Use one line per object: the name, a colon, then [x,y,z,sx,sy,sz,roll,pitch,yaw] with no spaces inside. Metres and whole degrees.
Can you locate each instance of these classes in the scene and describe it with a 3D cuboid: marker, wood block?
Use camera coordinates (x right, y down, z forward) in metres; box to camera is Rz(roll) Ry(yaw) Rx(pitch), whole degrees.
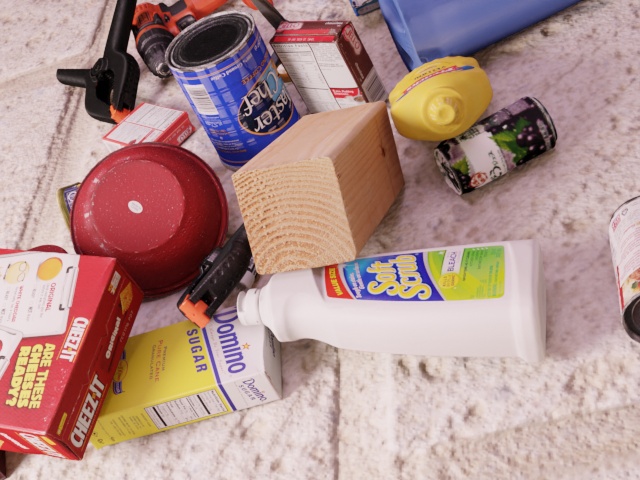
marker: [-0.057,0.001,1.044,0.020,0.020,0.121,-1,46,28]
wood block: [0.005,-0.052,0.949,0.090,0.091,0.205,-9,16,19]

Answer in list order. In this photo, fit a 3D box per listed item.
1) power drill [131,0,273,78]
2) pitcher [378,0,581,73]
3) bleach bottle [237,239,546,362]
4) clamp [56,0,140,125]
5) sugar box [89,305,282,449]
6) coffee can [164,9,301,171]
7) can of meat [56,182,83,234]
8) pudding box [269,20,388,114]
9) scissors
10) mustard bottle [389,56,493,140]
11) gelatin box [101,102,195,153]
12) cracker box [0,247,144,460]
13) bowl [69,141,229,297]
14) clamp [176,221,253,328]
power drill: [-0.159,-0.295,1.400,0.187,0.057,0.184,-27,39,0]
pitcher: [0.180,-0.284,1.135,0.243,0.149,0.145,-23,26,0]
bleach bottle: [0.052,0.053,0.863,0.251,0.068,0.102,-4,37,16]
clamp: [-0.267,-0.223,1.363,0.165,0.036,0.210,-51,41,16]
sugar box: [-0.123,0.115,0.934,0.176,0.048,0.093,-19,39,12]
coffee can: [-0.090,-0.159,1.144,0.103,0.140,0.103,-16,40,14]
can of meat: [-0.222,-0.045,1.137,0.084,0.057,0.102,-19,7,7]
pudding box: [0.009,-0.182,1.134,0.090,0.113,0.039,9,55,36]
scissors: [-0.050,-0.219,1.174,0.096,0.201,0.016,-34,65,27]
mustard bottle: [0.113,-0.132,1.003,0.096,0.058,0.191,-21,13,9]
gelatin box: [-0.202,-0.125,1.259,0.089,0.030,0.073,18,55,41]
cracker box: [-0.280,0.093,0.930,0.214,0.072,0.164,4,60,23]
bowl: [-0.173,-0.028,1.045,0.162,0.055,0.162,-1,77,3]
clamp: [-0.092,0.029,0.962,0.120,0.039,0.171,-48,4,38]
